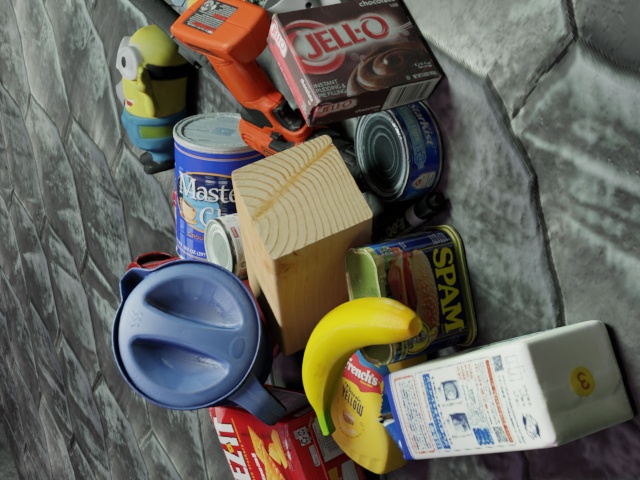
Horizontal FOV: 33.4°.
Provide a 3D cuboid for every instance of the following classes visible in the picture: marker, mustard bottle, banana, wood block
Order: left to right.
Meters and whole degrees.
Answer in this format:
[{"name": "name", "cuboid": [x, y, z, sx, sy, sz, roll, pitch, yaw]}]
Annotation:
[{"name": "wood block", "cuboid": [-0.014, 0.011, 0.939, 0.206, 0.090, 0.090, 87, 158, -62]}, {"name": "banana", "cuboid": [0.024, 0.086, 0.846, 0.070, 0.037, 0.198, 49, 146, 14]}, {"name": "mustard bottle", "cuboid": [0.053, 0.111, 0.958, 0.096, 0.058, 0.192, 45, 138, 43]}, {"name": "marker", "cuboid": [0.071, -0.015, 0.913, 0.121, 0.020, 0.020, -38, 68, 60]}]

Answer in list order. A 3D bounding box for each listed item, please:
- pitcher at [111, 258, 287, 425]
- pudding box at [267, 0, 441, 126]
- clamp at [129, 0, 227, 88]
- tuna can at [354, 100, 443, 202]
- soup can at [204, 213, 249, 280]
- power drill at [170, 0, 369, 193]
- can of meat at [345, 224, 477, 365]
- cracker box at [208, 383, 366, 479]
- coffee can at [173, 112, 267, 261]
[{"name": "pitcher", "cuboid": [-0.103, 0.111, 1.042, 0.243, 0.145, 0.149, 71, -165, -78]}, {"name": "pudding box", "cuboid": [0.025, -0.144, 0.844, 0.090, 0.113, 0.039, 65, 153, 22]}, {"name": "clamp", "cuboid": [-0.135, -0.209, 1.116, 0.036, 0.164, 0.210, -49, 61, 4]}, {"name": "tuna can", "cuboid": [0.063, -0.075, 0.887, 0.086, 0.033, 0.086, 34, 130, 53]}, {"name": "soup can", "cuboid": [-0.057, 0.001, 1.070, 0.069, 0.102, 0.068, 35, 131, 53]}, {"name": "power drill", "cuboid": [-0.041, -0.126, 0.951, 0.185, 0.057, 0.187, 28, 158, 45]}, {"name": "can of meat", "cuboid": [0.072, 0.045, 0.868, 0.058, 0.083, 0.102, -2, 99, 62]}, {"name": "cracker box", "cuboid": [-0.030, 0.244, 1.131, 0.214, 0.072, 0.164, -6, 105, 62]}, {"name": "coffee can", "cuboid": [-0.104, -0.053, 1.134, 0.103, 0.102, 0.140, 40, 134, 50]}]
